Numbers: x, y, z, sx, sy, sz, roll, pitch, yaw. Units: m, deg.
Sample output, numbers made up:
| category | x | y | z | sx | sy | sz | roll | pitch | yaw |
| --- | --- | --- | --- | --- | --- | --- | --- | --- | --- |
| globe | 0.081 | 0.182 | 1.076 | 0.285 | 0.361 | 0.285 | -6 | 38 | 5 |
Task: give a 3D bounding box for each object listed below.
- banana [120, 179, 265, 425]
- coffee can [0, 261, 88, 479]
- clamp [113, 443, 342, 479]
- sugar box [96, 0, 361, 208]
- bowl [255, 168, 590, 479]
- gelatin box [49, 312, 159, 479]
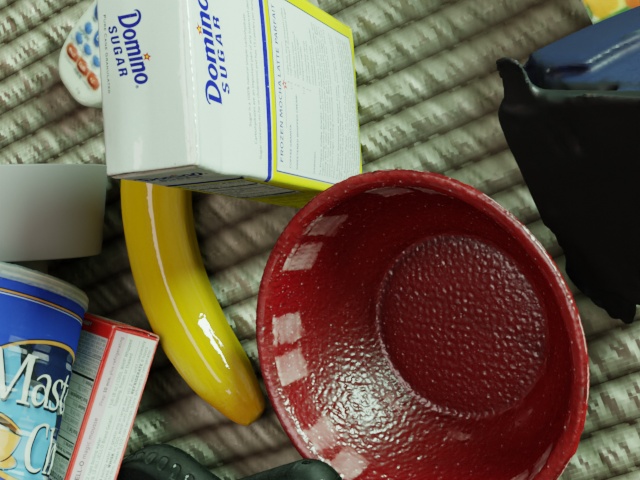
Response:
| category | x | y | z | sx | sy | sz | roll | pitch | yaw |
| --- | --- | --- | --- | --- | --- | --- | --- | --- | --- |
| banana | -0.071 | -0.001 | 0.559 | 0.070 | 0.037 | 0.198 | -8 | 84 | 25 |
| coffee can | -0.176 | 0.085 | 0.512 | 0.103 | 0.102 | 0.140 | 1 | 72 | 25 |
| clamp | -0.053 | 0.138 | 0.526 | 0.172 | 0.039 | 0.120 | 19 | 110 | 30 |
| sugar box | -0.033 | -0.066 | 0.468 | 0.048 | 0.176 | 0.093 | -5 | 85 | 24 |
| bowl | 0.051 | 0.045 | 0.479 | 0.162 | 0.055 | 0.162 | 8 | 104 | 32 |
| gelatin box | -0.123 | 0.084 | 0.559 | 0.073 | 0.030 | 0.089 | 7 | 80 | 56 |
